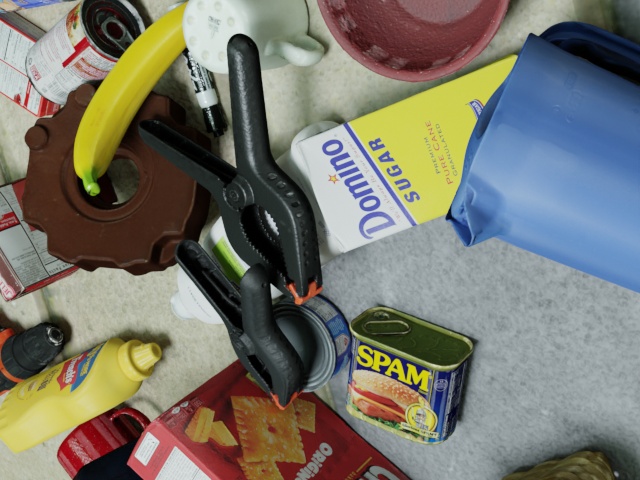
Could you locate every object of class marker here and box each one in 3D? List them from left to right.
[{"bbox_3d":[-0.108,-0.150,0.944,0.020,0.020,0.121,-11,101,36],"label":"marker"}]

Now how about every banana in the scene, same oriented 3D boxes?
[{"bbox_3d":[-0.158,-0.124,0.903,0.070,0.037,0.197,16,73,38],"label":"banana"}]

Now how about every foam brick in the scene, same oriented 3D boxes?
[{"bbox_3d":[-0.248,-0.046,1.039,0.053,0.078,0.051,-14,98,36],"label":"foam brick"}]

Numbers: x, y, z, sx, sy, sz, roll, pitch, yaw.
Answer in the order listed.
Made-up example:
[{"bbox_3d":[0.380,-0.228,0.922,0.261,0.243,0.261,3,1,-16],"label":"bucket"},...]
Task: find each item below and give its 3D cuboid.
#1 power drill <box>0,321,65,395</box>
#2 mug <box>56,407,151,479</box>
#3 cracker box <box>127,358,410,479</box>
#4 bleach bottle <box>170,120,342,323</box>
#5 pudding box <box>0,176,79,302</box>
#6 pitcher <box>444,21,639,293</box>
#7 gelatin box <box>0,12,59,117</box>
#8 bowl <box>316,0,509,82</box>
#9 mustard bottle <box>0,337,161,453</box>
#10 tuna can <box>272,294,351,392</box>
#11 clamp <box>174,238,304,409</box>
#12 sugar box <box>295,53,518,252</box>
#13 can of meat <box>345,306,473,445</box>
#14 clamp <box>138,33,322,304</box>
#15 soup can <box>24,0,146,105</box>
[{"bbox_3d":[-0.375,0.079,1.182,0.185,0.057,0.187,-32,89,37],"label":"power drill"},{"bbox_3d":[-0.214,0.222,1.112,0.081,0.093,0.117,46,117,17],"label":"mug"},{"bbox_3d":[-0.034,0.208,0.935,0.214,0.163,0.072,39,123,14],"label":"cracker box"},{"bbox_3d":[-0.056,0.001,0.940,0.251,0.067,0.102,-34,87,39],"label":"bleach bottle"},{"bbox_3d":[-0.306,-0.003,1.086,0.039,0.089,0.113,-32,88,35],"label":"pudding box"},{"bbox_3d":[0.216,-0.036,0.689,0.243,0.145,0.149,24,108,5],"label":"pitcher"},{"bbox_3d":[-0.290,-0.173,1.050,0.089,0.030,0.073,32,121,20],"label":"gelatin box"},{"bbox_3d":[0.075,-0.200,0.782,0.162,0.055,0.162,12,114,30],"label":"bowl"},{"bbox_3d":[-0.239,0.147,1.089,0.192,0.096,0.058,-26,111,24],"label":"mustard bottle"},{"bbox_3d":[-0.015,0.091,0.962,0.086,0.033,0.086,12,113,30],"label":"tuna can"},{"bbox_3d":[-0.065,0.070,0.915,0.120,0.039,0.171,32,147,47],"label":"clamp"},{"bbox_3d":[0.079,-0.064,0.796,0.176,0.048,0.093,-22,95,11],"label":"sugar box"},{"bbox_3d":[0.072,0.115,0.901,0.102,0.057,0.084,20,120,27],"label":"can of meat"},{"bbox_3d":[-0.066,-0.043,0.864,0.165,0.036,0.210,-20,96,48],"label":"clamp"},{"bbox_3d":[-0.213,-0.172,0.964,0.102,0.068,0.068,-26,92,42],"label":"soup can"}]
